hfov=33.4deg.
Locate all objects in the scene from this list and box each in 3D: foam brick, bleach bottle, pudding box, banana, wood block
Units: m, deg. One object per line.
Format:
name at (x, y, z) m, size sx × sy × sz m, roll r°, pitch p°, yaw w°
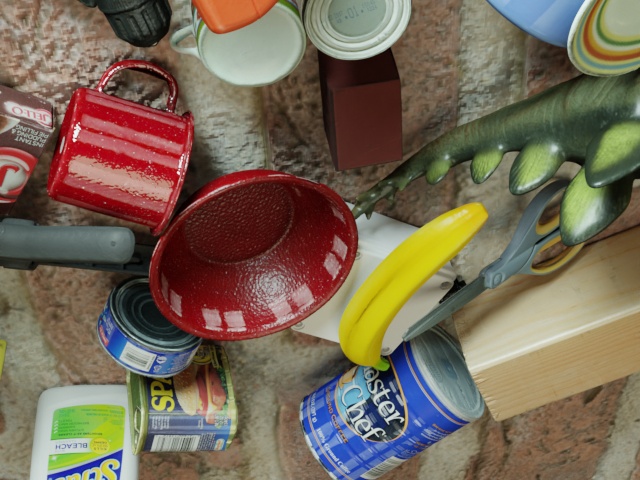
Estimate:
foam brick at (0.029, -0.097, 0.768) m, size 0.051 × 0.053 × 0.078 m, roll -9°, pitch 135°, yaw -3°
bleach bottle at (-0.198, 0.241, 0.915) m, size 0.102 × 0.251 × 0.068 m, roll 1°, pitch 134°, yaw -13°
pudding box at (-0.254, -0.072, 0.744) m, size 0.113 × 0.039 × 0.090 m, roll 18°, pitch 128°, yaw -27°
banana at (0.061, 0.041, 0.845) m, size 0.069 × 0.037 × 0.198 m, roll -13°, pitch 146°, yaw -39°
wood block at (0.231, 0.072, 0.953) m, size 0.206 × 0.090 × 0.090 m, roll -22°, pitch 134°, yaw 10°

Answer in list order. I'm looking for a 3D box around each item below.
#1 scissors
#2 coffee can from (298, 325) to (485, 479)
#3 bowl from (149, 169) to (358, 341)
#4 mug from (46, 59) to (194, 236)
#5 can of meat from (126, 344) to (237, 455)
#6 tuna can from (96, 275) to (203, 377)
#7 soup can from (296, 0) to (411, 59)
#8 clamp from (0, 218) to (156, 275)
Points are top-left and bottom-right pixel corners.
scissors at (0.148, 0.010, 0.870) m, size 0.201 × 0.016 × 0.096 m, roll -20°, pitch 127°, yaw -31°
coffee can at (0.065, 0.153, 0.988) m, size 0.140 × 0.103 × 0.102 m, roll -36°, pitch 131°, yaw 23°
bowl at (-0.055, 0.001, 0.812) m, size 0.162 × 0.055 × 0.162 m, roll -12°, pitch 132°, yaw -13°
mug at (-0.138, -0.069, 0.746) m, size 0.081 × 0.093 × 0.117 m, roll 16°, pitch 98°, yaw -19°
can of meat at (-0.123, 0.137, 0.935) m, size 0.083 × 0.102 × 0.057 m, roll 4°, pitch 133°, yaw -18°
tuna can at (-0.137, 0.069, 0.875) m, size 0.086 × 0.086 × 0.034 m, roll 13°, pitch 129°, yaw -23°
soup can at (0.014, -0.167, 0.660) m, size 0.068 × 0.102 × 0.068 m, roll -6°, pitch 135°, yaw -6°
clamp at (-0.217, 0.005, 0.799) m, size 0.210 × 0.036 × 0.164 m, roll 4°, pitch 174°, yaw 9°
